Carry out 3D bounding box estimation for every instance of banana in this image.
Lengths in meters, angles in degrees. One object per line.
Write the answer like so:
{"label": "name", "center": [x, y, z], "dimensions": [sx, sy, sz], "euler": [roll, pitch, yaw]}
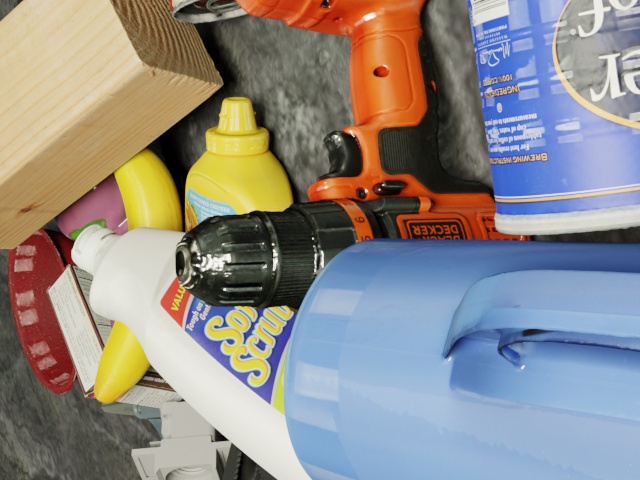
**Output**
{"label": "banana", "center": [-0.127, 0.018, 0.746], "dimensions": [0.070, 0.037, 0.198], "euler": [2, 94, 32]}

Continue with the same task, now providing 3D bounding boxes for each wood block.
{"label": "wood block", "center": [-0.179, -0.084, 0.697], "dimensions": [0.206, 0.090, 0.090], "euler": [-34, 74, 23]}

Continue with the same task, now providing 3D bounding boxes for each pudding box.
{"label": "pudding box", "center": [-0.156, 0.076, 0.840], "dimensions": [0.039, 0.089, 0.114], "euler": [-50, 49, 20]}

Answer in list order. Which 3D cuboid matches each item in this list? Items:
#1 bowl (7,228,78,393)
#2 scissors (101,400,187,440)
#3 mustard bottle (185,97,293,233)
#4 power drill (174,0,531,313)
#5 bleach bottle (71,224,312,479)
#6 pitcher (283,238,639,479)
{"label": "bowl", "center": [-0.235, 0.058, 0.990], "dimensions": [0.162, 0.055, 0.162], "euler": [22, 118, 51]}
{"label": "scissors", "center": [-0.145, 0.162, 0.927], "dimensions": [0.202, 0.016, 0.096], "euler": [-38, 68, 53]}
{"label": "mustard bottle", "center": [-0.054, 0.001, 0.711], "dimensions": [0.096, 0.058, 0.192], "euler": [24, 119, 52]}
{"label": "power drill", "center": [0.006, -0.056, 0.514], "dimensions": [0.057, 0.184, 0.187], "euler": [-32, 65, 54]}
{"label": "bleach bottle", "center": [-0.054, 0.064, 0.628], "dimensions": [0.251, 0.102, 0.068], "euler": [30, 144, 23]}
{"label": "pitcher", "center": [0.104, 0.056, 0.366], "dimensions": [0.243, 0.144, 0.149], "euler": [5, 113, 36]}
